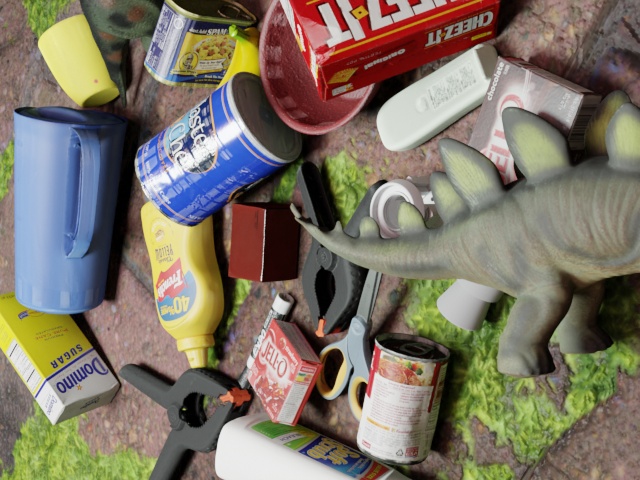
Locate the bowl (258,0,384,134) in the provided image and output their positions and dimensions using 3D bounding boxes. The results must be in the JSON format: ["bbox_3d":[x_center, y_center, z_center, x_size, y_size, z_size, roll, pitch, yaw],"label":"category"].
[{"bbox_3d":[0.015,-0.181,1.016,0.162,0.055,0.162,2,93,44],"label":"bowl"}]

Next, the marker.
[{"bbox_3d":[-0.059,0.108,1.125,0.020,0.020,0.121,44,120,34],"label":"marker"}]

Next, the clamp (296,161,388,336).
[{"bbox_3d":[0.022,0.010,1.026,0.120,0.039,0.171,7,102,54],"label":"clamp"}]

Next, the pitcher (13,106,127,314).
[{"bbox_3d":[-0.305,-0.036,1.285,0.145,0.149,0.243,10,104,15],"label":"pitcher"}]

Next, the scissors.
[{"bbox_3d":[0.047,0.098,0.995,0.096,0.016,0.202,51,138,21],"label":"scissors"}]

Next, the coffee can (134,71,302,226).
[{"bbox_3d":[-0.104,-0.091,1.085,0.140,0.102,0.103,-32,69,28],"label":"coffee can"}]

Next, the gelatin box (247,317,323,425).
[{"bbox_3d":[-0.037,0.131,1.073,0.073,0.030,0.089,-66,30,16],"label":"gelatin box"}]

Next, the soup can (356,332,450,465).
[{"bbox_3d":[0.074,0.142,0.962,0.069,0.068,0.102,22,107,42],"label":"soup can"}]

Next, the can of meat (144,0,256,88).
[{"bbox_3d":[-0.128,-0.210,1.124,0.057,0.101,0.084,45,123,35],"label":"can of meat"}]

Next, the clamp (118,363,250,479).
[{"bbox_3d":[-0.154,0.209,1.210,0.210,0.036,0.164,-17,79,43],"label":"clamp"}]

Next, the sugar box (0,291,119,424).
[{"bbox_3d":[-0.336,0.138,1.328,0.176,0.093,0.048,47,125,19],"label":"sugar box"}]

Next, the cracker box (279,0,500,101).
[{"bbox_3d":[0.038,-0.249,0.919,0.164,0.072,0.214,-21,71,-2],"label":"cracker box"}]

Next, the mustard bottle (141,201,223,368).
[{"bbox_3d":[-0.149,0.046,1.184,0.096,0.058,0.191,-17,80,45],"label":"mustard bottle"}]

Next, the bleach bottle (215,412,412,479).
[{"bbox_3d":[0.021,0.229,1.009,0.251,0.102,0.068,12,96,38],"label":"bleach bottle"}]

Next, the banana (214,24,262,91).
[{"bbox_3d":[-0.099,-0.160,1.120,0.198,0.069,0.037,-56,48,45],"label":"banana"}]

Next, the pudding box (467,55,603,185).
[{"bbox_3d":[0.171,-0.084,0.877,0.090,0.039,0.113,35,115,38],"label":"pudding box"}]

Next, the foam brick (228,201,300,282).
[{"bbox_3d":[-0.057,0.001,1.097,0.053,0.051,0.078,11,100,43],"label":"foam brick"}]
